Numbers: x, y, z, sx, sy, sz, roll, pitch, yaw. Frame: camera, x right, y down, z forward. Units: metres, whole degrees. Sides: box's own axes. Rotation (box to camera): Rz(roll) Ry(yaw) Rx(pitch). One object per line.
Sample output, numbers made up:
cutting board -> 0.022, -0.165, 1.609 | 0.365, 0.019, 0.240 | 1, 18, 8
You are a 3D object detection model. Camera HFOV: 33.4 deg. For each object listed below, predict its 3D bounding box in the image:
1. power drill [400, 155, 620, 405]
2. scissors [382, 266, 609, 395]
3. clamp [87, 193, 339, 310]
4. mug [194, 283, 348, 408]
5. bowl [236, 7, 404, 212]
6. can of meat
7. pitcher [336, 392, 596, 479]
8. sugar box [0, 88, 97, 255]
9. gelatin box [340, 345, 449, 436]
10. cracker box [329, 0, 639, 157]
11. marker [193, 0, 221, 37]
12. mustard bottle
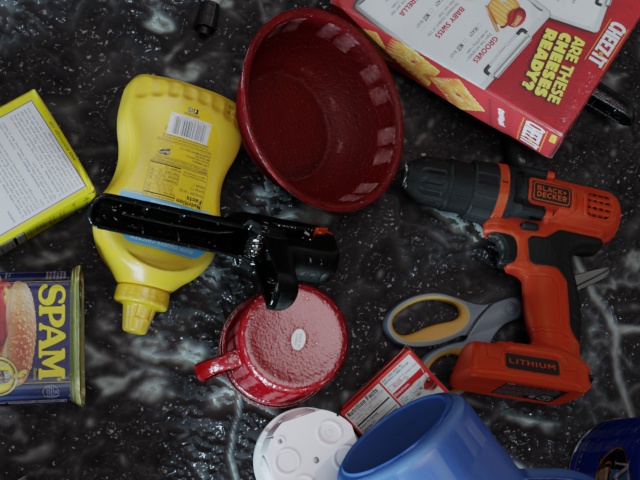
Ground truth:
power drill -> 0.146, 0.027, 0.840 | 0.184, 0.057, 0.187 | 11, 68, -7
scissors -> 0.150, 0.076, 0.868 | 0.201, 0.016, 0.096 | -4, 81, -12
clamp -> -0.055, 0.001, 0.766 | 0.165, 0.209, 0.036 | 23, 101, 19
mug -> -0.037, 0.080, 0.796 | 0.117, 0.082, 0.093 | -14, 81, -14
bowl -> -0.010, -0.096, 0.834 | 0.161, 0.055, 0.162 | 10, 74, -38
can of meat -> -0.215, 0.071, 0.777 | 0.084, 0.057, 0.102 | -1, 78, -9
pitcher -> 0.128, 0.225, 0.748 | 0.149, 0.145, 0.243 | -40, 99, -37
sugar box -> -0.265, -0.028, 0.794 | 0.176, 0.048, 0.093 | -32, 86, -12
gelatin box -> 0.070, 0.138, 0.824 | 0.073, 0.030, 0.089 | -43, 88, 1
cracker box -> 0.140, -0.192, 0.866 | 0.214, 0.072, 0.164 | 32, 82, 10
marker -> -0.084, -0.225, 0.884 | 0.020, 0.020, 0.121 | 13, 76, -8
mustard bottle -> -0.121, -0.023, 0.813 | 0.096, 0.058, 0.191 | 17, 75, -24
